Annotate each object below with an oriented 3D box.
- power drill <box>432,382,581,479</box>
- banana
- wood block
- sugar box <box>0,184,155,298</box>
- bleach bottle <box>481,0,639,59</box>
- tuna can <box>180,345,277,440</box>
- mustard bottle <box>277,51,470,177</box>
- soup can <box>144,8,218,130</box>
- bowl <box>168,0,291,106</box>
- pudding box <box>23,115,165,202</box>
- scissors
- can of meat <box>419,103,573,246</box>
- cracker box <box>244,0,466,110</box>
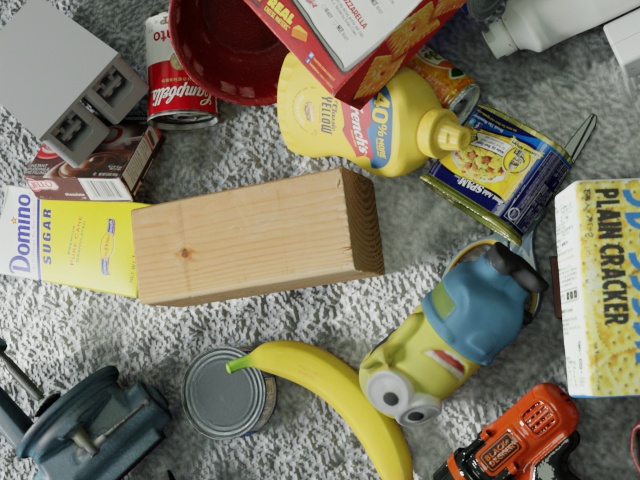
[{"bbox_3d":[0.177,0.237,0.862,0.185,0.057,0.188,-47,71,17],"label":"power drill"},{"bbox_3d":[0.013,0.144,0.941,0.198,0.037,0.069,34,79,13],"label":"banana"},{"bbox_3d":[-0.057,0.001,0.963,0.206,0.090,0.091,-10,82,20],"label":"wood block"},{"bbox_3d":[-0.239,0.001,1.059,0.176,0.048,0.093,7,87,21],"label":"sugar box"},{"bbox_3d":[0.248,-0.220,0.863,0.251,0.102,0.068,-29,112,17],"label":"bleach bottle"},{"bbox_3d":[-0.084,0.141,0.988,0.086,0.033,0.086,-2,83,21],"label":"tuna can"},{"bbox_3d":[0.047,-0.105,0.915,0.192,0.058,0.096,20,117,40],"label":"mustard bottle"},{"bbox_3d":[-0.133,-0.163,1.022,0.069,0.068,0.102,-6,82,21],"label":"soup can"},{"bbox_3d":[-0.061,-0.208,0.980,0.162,0.055,0.162,-5,116,-10],"label":"bowl"},{"bbox_3d":[-0.220,-0.081,1.042,0.114,0.039,0.090,4,50,20],"label":"pudding box"},{"bbox_3d":[0.188,-0.005,0.906,0.202,0.016,0.096,-44,73,12],"label":"scissors"},{"bbox_3d":[0.148,-0.058,0.895,0.102,0.057,0.084,37,93,38],"label":"can of meat"},{"bbox_3d":[0.044,-0.238,0.849,0.214,0.072,0.164,-45,71,13],"label":"cracker box"}]
